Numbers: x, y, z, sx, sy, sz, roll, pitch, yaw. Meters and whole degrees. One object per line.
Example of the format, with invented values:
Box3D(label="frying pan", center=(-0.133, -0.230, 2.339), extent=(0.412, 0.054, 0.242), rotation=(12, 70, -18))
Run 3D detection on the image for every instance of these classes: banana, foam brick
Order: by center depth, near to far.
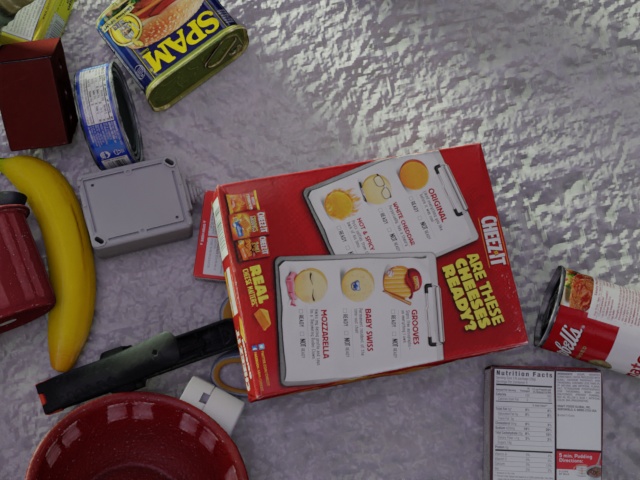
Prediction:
Box3D(label="foam brick", center=(-0.233, -0.119, 0.874), extent=(0.051, 0.053, 0.078), rotation=(-7, 118, -2))
Box3D(label="banana", center=(-0.220, 0.007, 0.881), extent=(0.070, 0.037, 0.198), rotation=(-27, 77, 26))

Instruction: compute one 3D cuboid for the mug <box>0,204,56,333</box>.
Box3D(label="mug", center=(-0.259, 0.027, 0.818), extent=(0.093, 0.117, 0.081), rotation=(-24, 83, 8))

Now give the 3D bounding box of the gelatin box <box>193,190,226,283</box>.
Box3D(label="gelatin box", center=(-0.056, 0.001, 0.878), extent=(0.089, 0.030, 0.073), rotation=(7, 80, 0))

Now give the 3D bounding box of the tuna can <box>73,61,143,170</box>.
Box3D(label="tuna can", center=(-0.172, -0.100, 0.870), extent=(0.034, 0.086, 0.086), rotation=(-14, 81, 1))

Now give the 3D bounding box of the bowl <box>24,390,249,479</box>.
Box3D(label="bowl", center=(-0.134, 0.194, 0.778), extent=(0.162, 0.055, 0.162), rotation=(8, 53, -10))

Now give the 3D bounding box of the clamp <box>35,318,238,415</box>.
Box3D(label="clamp", center=(-0.151, 0.099, 0.820), extent=(0.171, 0.120, 0.039), rotation=(-23, 78, 11))

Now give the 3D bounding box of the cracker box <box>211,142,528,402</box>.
Box3D(label="cracker box", center=(0.034, 0.025, 0.830), extent=(0.213, 0.072, 0.164), rotation=(-10, 81, -12))

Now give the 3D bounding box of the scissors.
Box3D(label="scissors", center=(0.004, 0.071, 0.872), extent=(0.201, 0.016, 0.096), rotation=(-16, 81, -1))

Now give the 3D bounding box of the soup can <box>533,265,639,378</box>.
Box3D(label="soup can", center=(0.228, 0.067, 0.841), extent=(0.102, 0.068, 0.068), rotation=(17, 82, 4))

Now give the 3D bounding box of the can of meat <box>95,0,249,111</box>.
Box3D(label="can of meat", center=(-0.125, -0.173, 0.896), extent=(0.102, 0.057, 0.084), rotation=(-37, 79, -5))

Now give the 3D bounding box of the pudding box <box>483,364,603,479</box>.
Box3D(label="pudding box", center=(0.175, 0.156, 0.843), extent=(0.090, 0.039, 0.113), rotation=(2, 79, 2))
